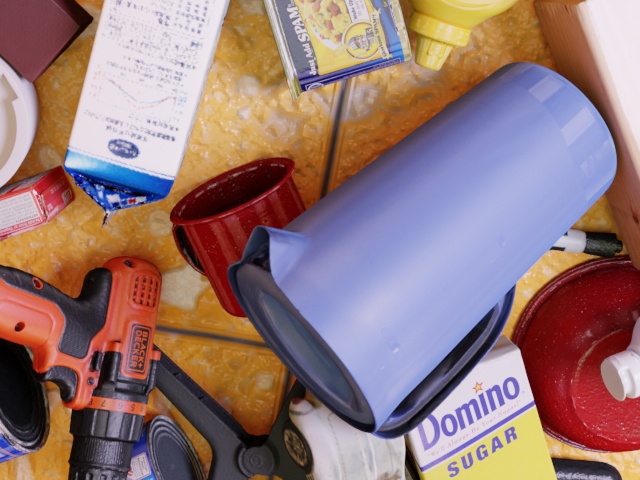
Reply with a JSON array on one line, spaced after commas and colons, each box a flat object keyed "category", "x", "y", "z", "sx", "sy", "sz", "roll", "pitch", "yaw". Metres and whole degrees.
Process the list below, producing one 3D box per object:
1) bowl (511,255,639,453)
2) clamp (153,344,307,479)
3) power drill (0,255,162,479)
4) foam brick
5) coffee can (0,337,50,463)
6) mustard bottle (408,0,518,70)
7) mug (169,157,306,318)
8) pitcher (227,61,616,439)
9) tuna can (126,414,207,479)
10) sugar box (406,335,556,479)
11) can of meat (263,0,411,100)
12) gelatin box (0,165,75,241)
[{"category": "bowl", "x": 0.223, "y": 0.095, "z": 0.781, "sx": 0.162, "sy": 0.055, "sz": 0.162, "roll": 0, "pitch": 107, "yaw": 0}, {"category": "clamp", "x": -0.054, "y": 0.153, "z": 0.789, "sx": 0.165, "sy": 0.036, "sz": 0.210, "roll": -3, "pitch": 95, "yaw": 11}, {"category": "power drill", "x": -0.192, "y": 0.086, "z": 0.707, "sx": 0.057, "sy": 0.187, "sz": 0.184, "roll": -6, "pitch": 72, "yaw": 41}, {"category": "foam brick", "x": -0.199, "y": -0.153, "z": 0.709, "sx": 0.053, "sy": 0.051, "sz": 0.078, "roll": -43, "pitch": 103, "yaw": 12}, {"category": "coffee can", "x": -0.283, "y": 0.126, "z": 0.770, "sx": 0.140, "sy": 0.103, "sz": 0.103, "roll": -20, "pitch": 106, "yaw": 6}, {"category": "mustard bottle", "x": 0.100, "y": -0.203, "z": 0.686, "sx": 0.096, "sy": 0.058, "sz": 0.192, "roll": 16, "pitch": 107, "yaw": -9}, {"category": "mug", "x": -0.055, "y": 0.001, "z": 0.743, "sx": 0.117, "sy": 0.093, "sz": 0.081, "roll": -8, "pitch": 116, "yaw": 35}, {"category": "pitcher", "x": 0.075, "y": 0.004, "z": 0.681, "sx": 0.242, "sy": 0.149, "sz": 0.145, "roll": -40, "pitch": 77, "yaw": -17}, {"category": "tuna can", "x": -0.117, "y": 0.176, "z": 0.794, "sx": 0.034, "sy": 0.086, "sz": 0.086, "roll": -27, "pitch": 105, "yaw": 10}, {"category": "sugar box", "x": 0.118, "y": 0.166, "z": 0.763, "sx": 0.093, "sy": 0.048, "sz": 0.176, "roll": -19, "pitch": 103, "yaw": -2}, {"category": "can of meat", "x": 0.007, "y": -0.155, "z": 0.703, "sx": 0.084, "sy": 0.057, "sz": 0.102, "roll": -16, "pitch": 107, "yaw": 3}, {"category": "gelatin box", "x": -0.222, "y": -0.019, "z": 0.739, "sx": 0.089, "sy": 0.073, "sz": 0.030, "roll": -18, "pitch": 103, "yaw": 6}]
